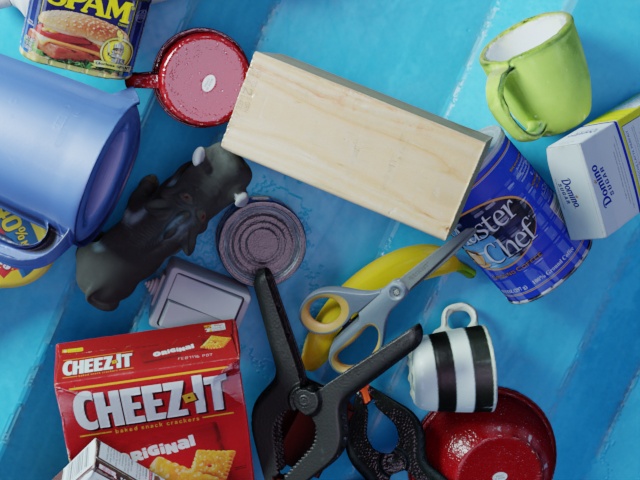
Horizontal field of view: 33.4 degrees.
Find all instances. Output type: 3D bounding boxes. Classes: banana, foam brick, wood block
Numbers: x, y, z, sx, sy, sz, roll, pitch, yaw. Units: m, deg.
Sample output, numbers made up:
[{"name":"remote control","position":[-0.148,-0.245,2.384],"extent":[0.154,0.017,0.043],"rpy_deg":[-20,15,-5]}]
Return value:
[{"name":"banana","position":[0.057,0.055,1.042],"extent":[0.198,0.037,0.069],"rpy_deg":[-29,104,-3]},{"name":"foam brick","position":[-0.010,0.183,1.047],"extent":[0.051,0.053,0.078],"rpy_deg":[27,95,-13]},{"name":"wood block","position":[0.033,-0.084,0.919],"extent":[0.206,0.090,0.090],"rpy_deg":[23,102,9]}]

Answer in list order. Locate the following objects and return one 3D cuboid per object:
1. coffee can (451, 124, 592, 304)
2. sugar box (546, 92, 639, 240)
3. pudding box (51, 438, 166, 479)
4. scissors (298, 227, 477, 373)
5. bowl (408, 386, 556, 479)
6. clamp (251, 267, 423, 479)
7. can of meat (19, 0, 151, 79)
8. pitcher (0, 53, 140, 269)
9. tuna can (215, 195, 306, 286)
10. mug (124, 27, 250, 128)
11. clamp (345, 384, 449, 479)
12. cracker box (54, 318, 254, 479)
[{"name":"coffee can","position":[0.174,-0.024,1.012],"extent":[0.103,0.103,0.140],"rpy_deg":[-43,104,0]},{"name":"sugar box","position":[0.285,-0.075,1.007],"extent":[0.175,0.048,0.093],"rpy_deg":[-27,104,-37]},{"name":"pudding box","position":[-0.198,0.239,0.944],"extent":[0.090,0.039,0.114],"rpy_deg":[37,114,-24]},{"name":"scissors","position":[0.051,0.040,0.978],"extent":[0.096,0.016,0.202],"rpy_deg":[34,118,5]},{"name":"bowl","position":[0.173,0.232,1.083],"extent":[0.162,0.055,0.162],"rpy_deg":[-2,100,-9]},{"name":"clamp","position":[-0.018,0.136,0.991],"extent":[0.165,0.036,0.210],"rpy_deg":[27,101,14]},{"name":"can of meat","position":[-0.197,-0.189,0.898],"extent":[0.102,0.057,0.084],"rpy_deg":[12,121,-17]},{"name":"pitcher","position":[-0.284,-0.089,0.895],"extent":[0.243,0.149,0.145],"rpy_deg":[22,112,2]},{"name":"tuna can","position":[-0.057,0.001,1.016],"extent":[0.086,0.034,0.086],"rpy_deg":[-2,100,-9]},{"name":"mug","position":[-0.116,-0.145,0.956],"extent":[0.117,0.081,0.093],"rpy_deg":[0,100,-9]},{"name":"clamp","position":[0.066,0.227,1.044],"extent":[0.120,0.039,0.171],"rpy_deg":[-29,76,-8]},{"name":"cracker box","position":[-0.146,0.188,0.987],"extent":[0.164,0.072,0.214],"rpy_deg":[-8,121,-7]}]
